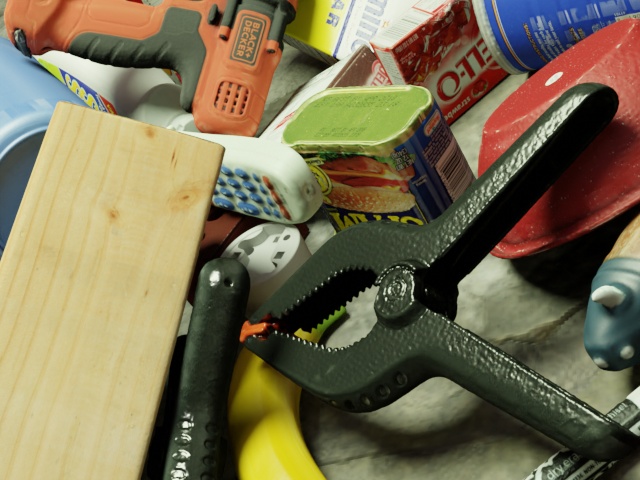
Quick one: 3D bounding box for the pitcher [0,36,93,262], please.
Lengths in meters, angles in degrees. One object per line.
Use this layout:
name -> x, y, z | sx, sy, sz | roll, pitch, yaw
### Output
pitcher -> -0.207, -0.053, 0.736 | 0.243, 0.149, 0.145 | 32, 111, 55

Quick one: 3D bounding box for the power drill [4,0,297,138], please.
power drill -> -0.109, -0.174, 0.737 | 0.057, 0.187, 0.184 | 121, 163, -78

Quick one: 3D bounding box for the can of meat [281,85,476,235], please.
can of meat -> 0.036, -0.042, 0.620 | 0.102, 0.084, 0.057 | 5, 48, 43

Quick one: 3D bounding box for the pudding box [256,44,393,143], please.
pudding box -> -0.009, -0.072, 0.714 | 0.113, 0.039, 0.090 | -52, 15, -29

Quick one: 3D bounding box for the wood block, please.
wood block -> -0.119, 0.047, 0.533 | 0.091, 0.090, 0.206 | 120, 164, -62

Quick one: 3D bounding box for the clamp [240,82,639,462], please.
clamp -> 0.050, 0.018, 0.488 | 0.210, 0.036, 0.164 | -9, 61, 41

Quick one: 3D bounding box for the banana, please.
banana -> -0.013, 0.095, 0.527 | 0.070, 0.037, 0.198 | -27, 34, 12

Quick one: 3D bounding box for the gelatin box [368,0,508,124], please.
gelatin box -> 0.085, -0.124, 0.695 | 0.089, 0.073, 0.030 | -40, 35, -12

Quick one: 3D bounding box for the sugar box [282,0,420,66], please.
sugar box -> 0.007, -0.182, 0.783 | 0.176, 0.048, 0.093 | 30, 89, 34

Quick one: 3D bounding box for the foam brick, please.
foam brick -> -0.054, 0.001, 0.669 | 0.053, 0.051, 0.078 | 3, 47, 41

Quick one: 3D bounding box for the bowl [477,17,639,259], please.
bowl -> 0.135, -0.062, 0.537 | 0.162, 0.055, 0.162 | -38, 9, 7

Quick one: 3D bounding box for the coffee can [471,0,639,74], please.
coffee can -> 0.175, -0.163, 0.644 | 0.141, 0.102, 0.102 | -6, 41, 34

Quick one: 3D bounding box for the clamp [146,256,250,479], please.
clamp -> -0.062, 0.095, 0.509 | 0.039, 0.120, 0.171 | 6, 55, -7

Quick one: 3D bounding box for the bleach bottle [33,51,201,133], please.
bleach bottle -> -0.157, -0.115, 0.856 | 0.068, 0.102, 0.251 | -30, 31, -22
